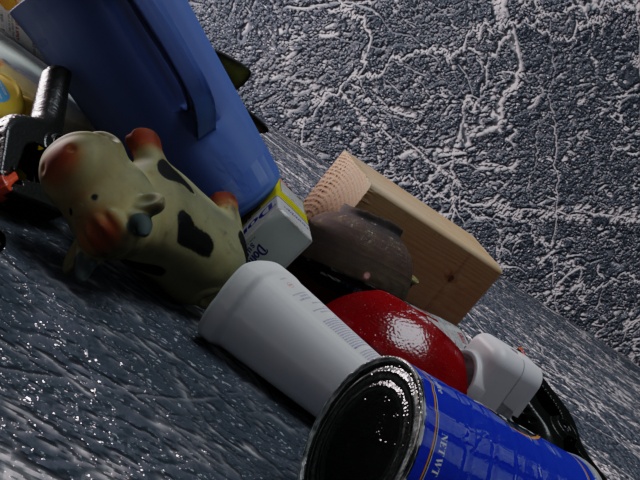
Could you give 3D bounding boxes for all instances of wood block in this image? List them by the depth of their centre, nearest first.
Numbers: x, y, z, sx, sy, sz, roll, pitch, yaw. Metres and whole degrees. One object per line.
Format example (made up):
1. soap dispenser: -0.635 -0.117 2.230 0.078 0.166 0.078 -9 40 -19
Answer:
1. wood block: 0.086 0.002 1.162 0.205 0.091 0.090 31 15 -32

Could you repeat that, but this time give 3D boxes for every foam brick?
1. foam brick: -0.005 0.059 0.948 0.078 0.051 0.053 27 10 -42

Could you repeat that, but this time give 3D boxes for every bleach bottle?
1. bleach bottle: 0.036 0.114 0.743 0.251 0.068 0.102 38 8 13

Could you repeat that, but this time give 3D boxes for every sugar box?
1. sugar box: -0.056 0.001 0.916 0.048 0.093 0.176 45 5 -8

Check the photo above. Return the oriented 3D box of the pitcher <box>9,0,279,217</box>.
1. pitcher: -0.134 -0.124 0.883 0.243 0.145 0.149 58 23 -14

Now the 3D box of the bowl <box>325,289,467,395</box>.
1. bowl: 0.065 0.090 0.873 0.162 0.055 0.162 38 -10 7

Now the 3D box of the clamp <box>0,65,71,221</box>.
1. clamp: -0.201 -0.069 0.779 0.120 0.039 0.171 59 19 -1

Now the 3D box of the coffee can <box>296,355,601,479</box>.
1. coffee can: 0.073 0.138 0.584 0.140 0.103 0.103 31 8 -24

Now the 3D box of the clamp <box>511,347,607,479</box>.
1. clamp: 0.209 0.183 0.973 0.164 0.036 0.210 25 31 -45
